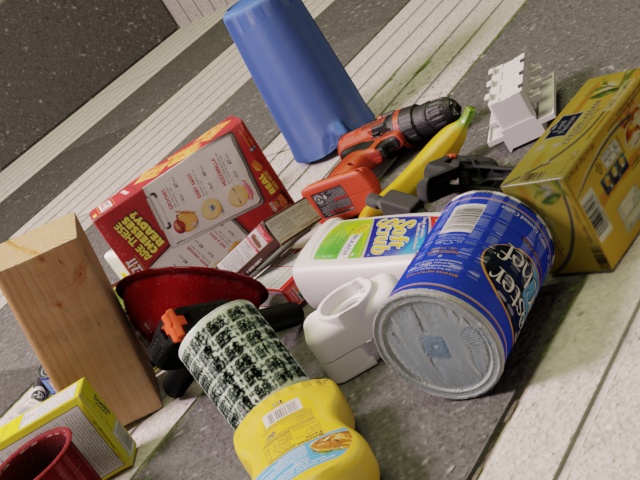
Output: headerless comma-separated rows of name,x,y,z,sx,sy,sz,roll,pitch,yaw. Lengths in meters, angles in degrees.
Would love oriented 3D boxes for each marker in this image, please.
marker,-0.343,0.197,1.291,0.020,0.020,0.121,-32,19,2

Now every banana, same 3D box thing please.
banana,0.103,-0.070,1.181,0.037,0.069,0.197,31,66,25

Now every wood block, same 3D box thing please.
wood block,-0.248,0.089,1.100,0.090,0.206,0.091,-24,22,-4

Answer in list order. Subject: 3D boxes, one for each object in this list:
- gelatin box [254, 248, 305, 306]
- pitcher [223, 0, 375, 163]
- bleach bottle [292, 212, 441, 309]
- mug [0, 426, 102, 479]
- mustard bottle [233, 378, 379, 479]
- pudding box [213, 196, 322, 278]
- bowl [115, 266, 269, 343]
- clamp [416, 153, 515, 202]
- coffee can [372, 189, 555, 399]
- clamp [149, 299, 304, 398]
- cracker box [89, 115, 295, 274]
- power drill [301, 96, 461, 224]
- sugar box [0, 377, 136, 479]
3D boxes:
gelatin box,-0.031,0.041,1.165,0.073,0.030,0.089,-42,19,-24
pitcher,-0.037,-0.243,1.527,0.149,0.243,0.144,-15,24,38
bleach bottle,0.093,0.010,1.006,0.251,0.068,0.102,-10,31,43
mug,-0.241,0.234,0.953,0.093,0.081,0.117,-29,20,12
mustard bottle,-0.007,0.171,0.780,0.096,0.058,0.192,-28,19,-2
pudding box,-0.058,0.002,1.217,0.090,0.039,0.113,-43,-2,30
bowl,-0.135,0.079,1.119,0.162,0.161,0.055,-17,63,38
clamp,0.140,-0.064,1.090,0.120,0.039,0.171,-1,8,-12
coffee can,0.115,0.040,0.837,0.103,0.102,0.140,-16,26,39
clamp,-0.113,0.100,1.011,0.165,0.036,0.209,-35,-17,10
cracker box,-0.146,-0.025,1.299,0.213,0.164,0.072,-35,18,-7
power drill,0.072,-0.100,1.306,0.185,0.057,0.187,-21,20,40
sugar box,-0.277,0.217,1.035,0.176,0.093,0.048,-29,19,9
